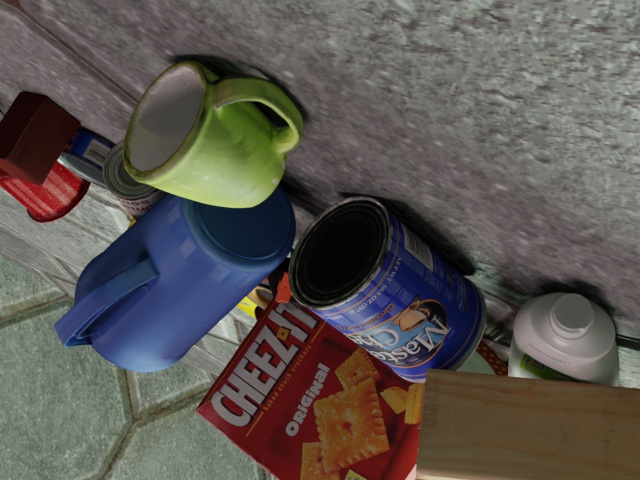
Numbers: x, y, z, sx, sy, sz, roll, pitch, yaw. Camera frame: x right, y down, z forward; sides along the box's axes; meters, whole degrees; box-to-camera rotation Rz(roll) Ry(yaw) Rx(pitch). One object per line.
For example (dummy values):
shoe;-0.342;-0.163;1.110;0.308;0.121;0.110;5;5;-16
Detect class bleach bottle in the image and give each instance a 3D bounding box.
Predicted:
bleach bottle;0.209;0.101;0.892;0.103;0.068;0.251;20;162;15

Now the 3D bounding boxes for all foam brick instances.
foam brick;-0.293;-0.104;1.081;0.051;0.078;0.053;16;160;43

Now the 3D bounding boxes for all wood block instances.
wood block;0.184;0.168;0.860;0.206;0.090;0.091;5;153;9

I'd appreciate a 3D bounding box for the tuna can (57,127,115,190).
tuna can;-0.241;-0.086;1.136;0.086;0.033;0.086;26;167;6

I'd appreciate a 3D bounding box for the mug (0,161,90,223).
mug;-0.322;-0.088;1.207;0.081;0.093;0.117;49;-168;-47

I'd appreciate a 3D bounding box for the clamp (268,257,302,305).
clamp;0.021;0.044;0.988;0.165;0.036;0.209;20;-173;16

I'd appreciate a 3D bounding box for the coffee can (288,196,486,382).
coffee can;0.057;0.042;0.879;0.103;0.102;0.140;12;159;49

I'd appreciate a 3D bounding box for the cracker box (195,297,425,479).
cracker box;0.012;0.160;1.021;0.214;0.164;0.072;34;178;23

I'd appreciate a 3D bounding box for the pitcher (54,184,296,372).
pitcher;-0.132;0.026;0.971;0.144;0.149;0.243;26;145;-20

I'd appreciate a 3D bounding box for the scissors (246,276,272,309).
scissors;-0.110;0.039;1.207;0.202;0.016;0.096;6;136;38

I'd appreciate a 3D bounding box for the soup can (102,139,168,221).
soup can;-0.164;-0.052;1.042;0.068;0.068;0.102;24;166;17
